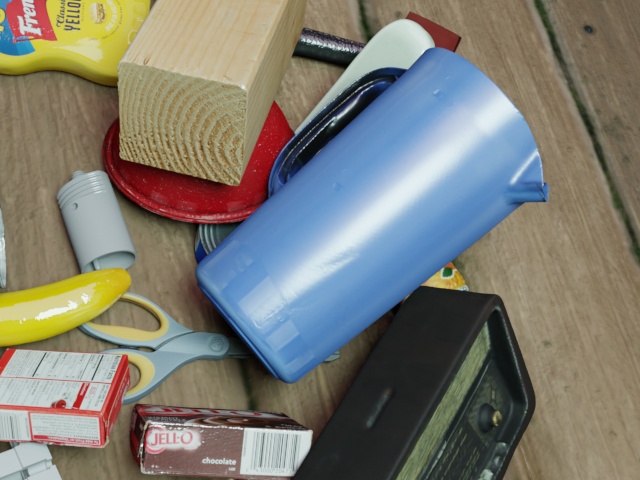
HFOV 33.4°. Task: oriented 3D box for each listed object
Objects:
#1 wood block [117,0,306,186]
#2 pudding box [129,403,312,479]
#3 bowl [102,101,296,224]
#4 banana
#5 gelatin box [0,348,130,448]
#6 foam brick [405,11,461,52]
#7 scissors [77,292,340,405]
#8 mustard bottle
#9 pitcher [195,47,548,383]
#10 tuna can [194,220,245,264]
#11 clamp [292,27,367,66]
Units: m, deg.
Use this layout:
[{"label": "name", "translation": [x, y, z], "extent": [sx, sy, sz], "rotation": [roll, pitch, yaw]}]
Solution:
[{"label": "wood block", "translation": [-0.074, -0.147, 0.796], "extent": [0.091, 0.090, 0.206], "rotation": [13, 45, 4]}, {"label": "pudding box", "translation": [-0.070, 0.136, 0.728], "extent": [0.113, 0.090, 0.039], "rotation": [8, 88, -14]}, {"label": "bowl", "translation": [-0.090, -0.088, 0.839], "extent": [0.162, 0.055, 0.162], "rotation": [5, 45, -5]}, {"label": "banana", "translation": [-0.236, 0.043, 0.752], "extent": [0.197, 0.037, 0.069], "rotation": [6, 72, -6]}, {"label": "gelatin box", "translation": [-0.179, 0.105, 0.718], "extent": [0.089, 0.030, 0.073], "rotation": [3, 26, 2]}, {"label": "foam brick", "translation": [0.079, -0.150, 0.935], "extent": [0.051, 0.078, 0.053], "rotation": [29, 58, -2]}, {"label": "scissors", "translation": [-0.090, 0.094, 0.790], "extent": [0.201, 0.016, 0.096], "rotation": [19, 61, -5]}, {"label": "mustard bottle", "translation": [-0.237, -0.182, 0.868], "extent": [0.191, 0.058, 0.096], "rotation": [4, 81, -13]}, {"label": "pitcher", "translation": [0.027, -0.020, 0.765], "extent": [0.242, 0.149, 0.145], "rotation": [-40, 98, -8]}, {"label": "tuna can", "translation": [-0.055, 0.001, 0.839], "extent": [0.086, 0.034, 0.086], "rotation": [7, 61, -13]}, {"label": "clamp", "translation": [-0.042, -0.199, 0.948], "extent": [0.171, 0.039, 0.120], "rotation": [-8, 64, -20]}]
